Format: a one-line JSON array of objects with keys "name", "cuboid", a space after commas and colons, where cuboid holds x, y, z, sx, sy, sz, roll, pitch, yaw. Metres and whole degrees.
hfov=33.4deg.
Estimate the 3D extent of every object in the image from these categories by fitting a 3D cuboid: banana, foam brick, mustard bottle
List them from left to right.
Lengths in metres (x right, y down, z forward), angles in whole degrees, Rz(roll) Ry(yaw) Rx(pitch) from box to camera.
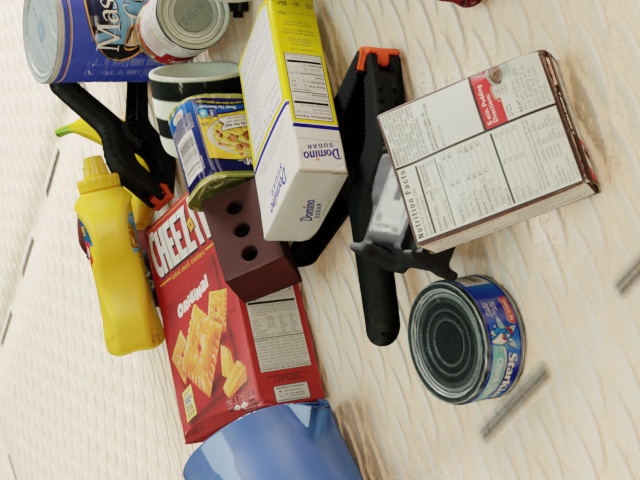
[{"name": "mustard bottle", "cuboid": [-0.199, 0.012, 1.036, 0.096, 0.058, 0.191, -164, 61, -82]}, {"name": "banana", "cuboid": [-0.217, -0.087, 1.158, 0.069, 0.037, 0.198, -48, 52, 3]}, {"name": "foam brick", "cuboid": [-0.056, 0.001, 0.857, 0.051, 0.053, 0.078, 58, -170, -63]}]

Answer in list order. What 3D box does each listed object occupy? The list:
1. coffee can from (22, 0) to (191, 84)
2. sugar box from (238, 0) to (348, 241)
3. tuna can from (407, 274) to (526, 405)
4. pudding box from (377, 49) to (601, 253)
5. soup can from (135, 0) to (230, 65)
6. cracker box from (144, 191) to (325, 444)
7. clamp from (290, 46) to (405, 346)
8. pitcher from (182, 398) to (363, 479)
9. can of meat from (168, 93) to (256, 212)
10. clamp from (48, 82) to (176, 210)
[{"name": "coffee can", "cuboid": [-0.208, -0.206, 1.046, 0.103, 0.140, 0.103, 14, 107, 56]}, {"name": "sugar box", "cuboid": [-0.024, -0.096, 0.830, 0.093, 0.048, 0.176, 120, 144, -52]}, {"name": "tuna can", "cuboid": [0.096, 0.067, 0.719, 0.086, 0.033, 0.086, 14, 107, 56]}, {"name": "pudding box", "cuboid": [0.100, -0.053, 0.644, 0.114, 0.039, 0.090, -22, 76, 23]}, {"name": "soup can", "cuboid": [-0.126, -0.199, 0.968, 0.102, 0.068, 0.068, -176, 81, -70]}, {"name": "cracker box", "cuboid": [-0.086, 0.063, 0.966, 0.164, 0.071, 0.214, -34, 66, 54]}, {"name": "clamp", "cuboid": [0.032, -0.036, 0.795, 0.165, 0.036, 0.210, 48, 133, 52]}, {"name": "pitcher", "cuboid": [-0.006, 0.259, 0.828, 0.243, 0.145, 0.149, 61, 172, 27]}, {"name": "can of meat", "cuboid": [-0.071, -0.075, 0.894, 0.058, 0.101, 0.084, -46, 56, 50]}, {"name": "clamp", "cuboid": [-0.205, -0.109, 1.086, 0.039, 0.120, 0.171, -45, 62, 43]}]
